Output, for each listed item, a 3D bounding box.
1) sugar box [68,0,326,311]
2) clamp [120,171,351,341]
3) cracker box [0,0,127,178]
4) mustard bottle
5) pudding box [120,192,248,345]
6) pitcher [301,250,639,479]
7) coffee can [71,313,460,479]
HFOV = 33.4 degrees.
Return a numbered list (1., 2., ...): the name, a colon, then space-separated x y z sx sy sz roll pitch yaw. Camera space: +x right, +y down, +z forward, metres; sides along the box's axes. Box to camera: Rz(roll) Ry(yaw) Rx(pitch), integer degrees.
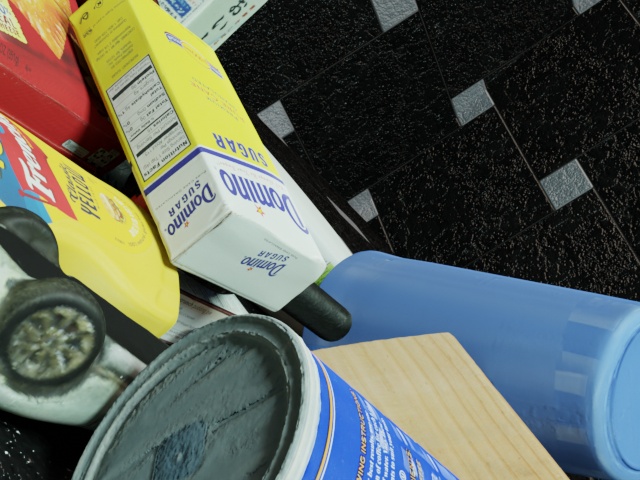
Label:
1. sugar box: -0.065 -0.052 0.561 0.093 0.048 0.176 31 23 -55
2. clamp: -0.054 0.001 0.637 0.164 0.036 0.209 49 11 9
3. cracker box: -0.192 -0.143 0.569 0.214 0.072 0.164 67 11 21
4. mustard bottle: -0.140 -0.021 0.446 0.191 0.058 0.096 40 16 -49
5. pudding box: -0.094 0.020 0.620 0.090 0.039 0.113 51 9 27
6. pitcher: 0.104 0.086 0.707 0.243 0.149 0.144 6 -27 46
7. coffee can: -0.001 0.105 0.356 0.140 0.103 0.103 43 6 -31
